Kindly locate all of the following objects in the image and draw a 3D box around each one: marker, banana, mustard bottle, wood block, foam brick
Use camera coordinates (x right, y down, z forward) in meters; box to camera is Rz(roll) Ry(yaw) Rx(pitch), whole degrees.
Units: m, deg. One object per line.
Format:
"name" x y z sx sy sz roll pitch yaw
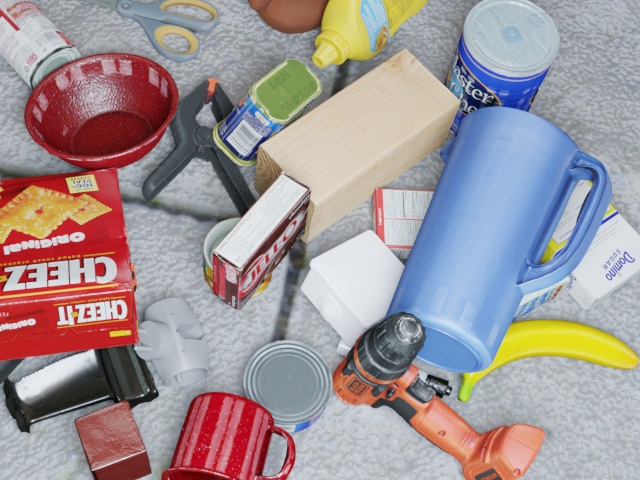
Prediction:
"marker" 0.074 0.127 1.062 0.121 0.020 0.020 23 62 6
"banana" 0.223 0.113 1.080 0.197 0.037 0.069 -10 82 -10
"mustard bottle" 0.055 -0.263 1.222 0.058 0.096 0.191 24 60 33
"wood block" 0.038 -0.102 1.138 0.205 0.090 0.091 -36 72 -22
"foam brick" -0.188 0.188 0.968 0.051 0.078 0.053 -19 66 -14

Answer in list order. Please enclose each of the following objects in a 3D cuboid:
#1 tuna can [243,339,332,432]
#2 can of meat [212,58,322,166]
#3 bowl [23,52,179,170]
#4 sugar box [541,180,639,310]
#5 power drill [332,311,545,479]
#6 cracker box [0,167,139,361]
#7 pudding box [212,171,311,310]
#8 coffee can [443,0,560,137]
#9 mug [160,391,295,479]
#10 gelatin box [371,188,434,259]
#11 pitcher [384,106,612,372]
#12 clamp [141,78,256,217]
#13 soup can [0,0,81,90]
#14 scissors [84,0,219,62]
"tuna can" -0.033 0.142 1.034 0.086 0.034 0.086 3 62 -5
"can of meat" -0.055 -0.137 1.130 0.057 0.084 0.102 46 46 -3
"bowl" -0.226 -0.126 1.129 0.162 0.055 0.162 -2 51 3
"sugar box" 0.265 -0.018 1.146 0.093 0.048 0.176 -31 73 -18
"power drill" 0.108 0.147 0.975 0.187 0.185 0.057 37 64 2
"cracker box" -0.262 0.016 1.004 0.164 0.072 0.214 -7 34 -10
"pudding box" -0.057 0.001 1.013 0.039 0.090 0.113 32 64 10
"coffee can" 0.192 -0.183 1.169 0.102 0.140 0.103 3 62 -5
"mug" -0.078 0.191 0.968 0.117 0.093 0.081 0 54 21
"gelatin box" 0.101 -0.016 1.135 0.089 0.030 0.073 3 61 -5
"pitcher" 0.164 0.002 1.025 0.145 0.149 0.242 30 66 -8
"clamp" -0.133 -0.100 1.143 0.120 0.039 0.171 6 56 -24
"soup can" -0.319 -0.218 1.171 0.068 0.068 0.102 -37 73 -22
"scissors" -0.218 -0.251 1.229 0.201 0.016 0.096 3 62 -5
